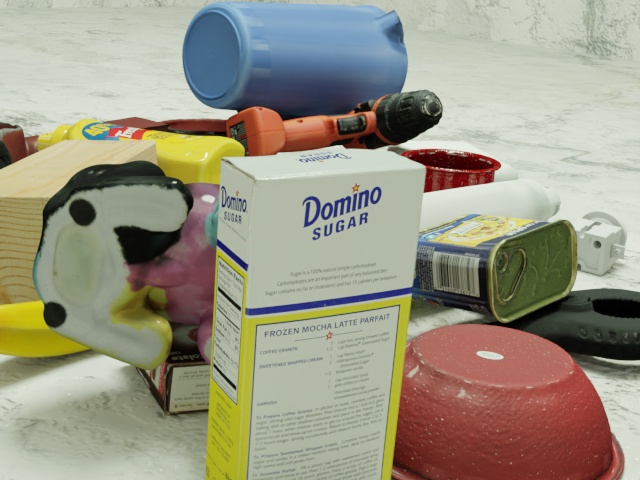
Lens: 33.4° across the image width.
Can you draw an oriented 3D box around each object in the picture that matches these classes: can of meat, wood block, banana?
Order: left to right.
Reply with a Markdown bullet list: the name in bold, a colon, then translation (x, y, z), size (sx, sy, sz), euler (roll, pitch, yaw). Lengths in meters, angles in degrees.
- **wood block**: translation (-0.196, -0.014, 0.816), size (0.090, 0.091, 0.206), euler (1, 16, 10)
- **banana**: translation (-0.144, 0.043, 0.701), size (0.197, 0.070, 0.037), euler (-17, 60, -36)
- **can of meat**: translation (0.119, 0.016, 0.758), size (0.101, 0.057, 0.084), euler (-17, 18, -42)

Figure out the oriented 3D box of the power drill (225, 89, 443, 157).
- **power drill**: translation (0.011, -0.113, 1.082), size (0.187, 0.057, 0.185), euler (-8, -1, -24)

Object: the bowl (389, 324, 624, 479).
- **bowl**: translation (0.096, 0.090, 0.614), size (0.162, 0.055, 0.162), euler (3, 17, -1)

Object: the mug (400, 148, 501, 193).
- **mug**: translation (0.125, -0.038, 1.003), size (0.093, 0.081, 0.117), euler (17, 21, 36)

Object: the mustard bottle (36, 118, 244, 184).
- **mustard bottle**: translation (-0.172, -0.076, 0.972), size (0.192, 0.058, 0.096), euler (9, 17, 18)

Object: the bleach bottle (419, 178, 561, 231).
- **bleach bottle**: translation (0.110, -0.013, 0.874), size (0.250, 0.068, 0.103), euler (-14, -6, -35)

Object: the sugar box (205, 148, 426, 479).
- **sugar box**: translation (-0.005, 0.045, 0.524), size (0.093, 0.176, 0.048), euler (-5, 19, -28)

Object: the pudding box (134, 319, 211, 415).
- **pudding box**: translation (-0.057, 0.069, 0.670), size (0.113, 0.039, 0.090), euler (-4, 20, -25)

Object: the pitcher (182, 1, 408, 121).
- **pitcher**: translation (-0.034, -0.190, 1.165), size (0.145, 0.149, 0.242), euler (19, 18, 41)
